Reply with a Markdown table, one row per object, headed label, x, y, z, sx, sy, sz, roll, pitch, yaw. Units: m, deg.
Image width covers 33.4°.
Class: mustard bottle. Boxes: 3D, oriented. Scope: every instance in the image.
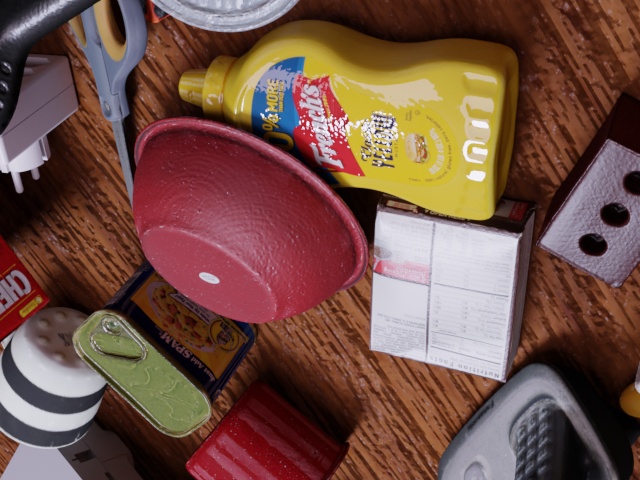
| label | x | y | z | sx | sy | sz | roll | pitch | yaw |
| --- | --- | --- | --- | --- | --- | --- | --- | --- | --- |
| mustard bottle | 0.010 | -0.073 | 0.595 | 0.192 | 0.058 | 0.096 | 12 | 130 | 18 |

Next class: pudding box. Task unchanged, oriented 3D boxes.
| label | x | y | z | sx | sy | sz | roll | pitch | yaw |
| --- | --- | --- | --- | --- | --- | --- | --- | --- | --- |
| pudding box | 0.077 | 0.025 | 0.642 | 0.090 | 0.039 | 0.113 | 12 | 127 | 17 |

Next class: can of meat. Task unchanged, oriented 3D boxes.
| label | x | y | z | sx | sy | sz | roll | pitch | yaw |
| --- | --- | --- | --- | --- | --- | --- | --- | --- | --- |
| can of meat | -0.101 | 0.066 | 0.722 | 0.102 | 0.083 | 0.058 | 44 | 128 | -8 |

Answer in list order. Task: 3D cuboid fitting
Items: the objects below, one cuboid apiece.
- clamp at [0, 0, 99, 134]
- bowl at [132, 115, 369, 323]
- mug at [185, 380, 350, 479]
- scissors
| label | x | y | z | sx | sy | sz | roll | pitch | yaw |
| --- | --- | --- | --- | --- | --- | --- | --- | --- | --- |
| clamp | -0.196 | -0.127 | 0.599 | 0.165 | 0.036 | 0.210 | 46 | 107 | 24 |
| bowl | -0.054 | 0.001 | 0.639 | 0.162 | 0.055 | 0.162 | 23 | 152 | 13 |
| mug | -0.041 | 0.155 | 0.759 | 0.081 | 0.093 | 0.117 | 40 | 165 | 2 |
| scissors | -0.119 | -0.087 | 0.651 | 0.096 | 0.016 | 0.202 | 24 | 135 | 50 |
